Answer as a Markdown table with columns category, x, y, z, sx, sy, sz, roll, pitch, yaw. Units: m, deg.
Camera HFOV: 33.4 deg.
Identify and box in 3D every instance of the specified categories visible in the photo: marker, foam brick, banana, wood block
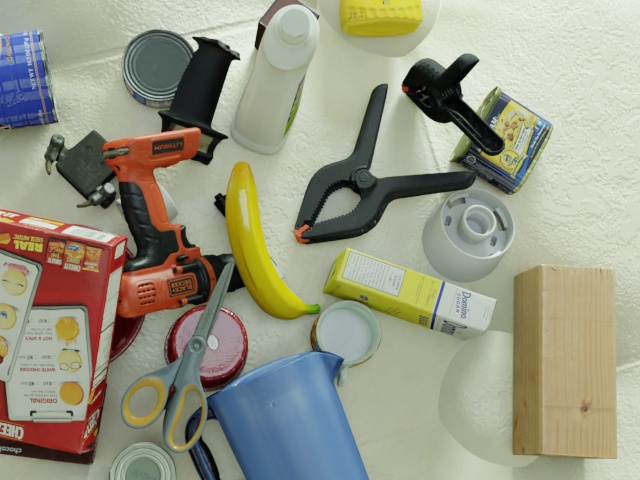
| category | x | y | z | sx | sy | sz | roll | pitch | yaw |
| --- | --- | --- | --- | --- | --- | --- | --- | --- | --- |
| marker | -0.082 | -0.003 | 1.203 | 0.020 | 0.020 | 0.121 | -34 | 85 | -13 |
| foam brick | -0.040 | -0.240 | 1.226 | 0.053 | 0.078 | 0.051 | 35 | 77 | 2 |
| banana | -0.065 | 0.014 | 1.156 | 0.069 | 0.037 | 0.198 | -47 | 120 | -46 |
| wood block | 0.271 | 0.137 | 1.191 | 0.090 | 0.090 | 0.206 | 5 | 78 | -9 |

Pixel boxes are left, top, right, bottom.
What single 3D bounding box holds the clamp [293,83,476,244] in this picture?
| category | x | y | z | sx | sy | sz | roll | pitch | yaw |
| --- | --- | --- | --- | --- | --- | --- | --- | --- | --- |
| clamp | 0.048 | -0.076 | 1.221 | 0.210 | 0.036 | 0.165 | -33 | 70 | -5 |

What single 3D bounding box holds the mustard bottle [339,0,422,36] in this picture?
| category | x | y | z | sx | sy | sz | roll | pitch | yaw |
| --- | --- | --- | --- | --- | --- | --- | --- | --- | --- |
| mustard bottle | 0.065 | -0.341 | 1.271 | 0.096 | 0.058 | 0.191 | -3 | 80 | -8 |

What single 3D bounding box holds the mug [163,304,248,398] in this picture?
| category | x | y | z | sx | sy | sz | roll | pitch | yaw |
| --- | --- | --- | --- | --- | --- | --- | --- | --- | --- |
| mug | -0.128 | 0.121 | 1.140 | 0.093 | 0.081 | 0.117 | 43 | 76 | 1 |

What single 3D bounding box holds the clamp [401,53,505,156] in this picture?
| category | x | y | z | sx | sy | sz | roll | pitch | yaw |
| --- | --- | --- | --- | --- | --- | --- | --- | --- | --- |
| clamp | 0.141 | -0.171 | 1.195 | 0.039 | 0.172 | 0.120 | -27 | 125 | -20 |

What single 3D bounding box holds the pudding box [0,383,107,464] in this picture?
| category | x | y | z | sx | sy | sz | roll | pitch | yaw |
| --- | --- | --- | --- | --- | --- | --- | --- | --- | --- |
| pudding box | -0.288 | 0.185 | 1.126 | 0.113 | 0.039 | 0.090 | 8 | 79 | -6 |

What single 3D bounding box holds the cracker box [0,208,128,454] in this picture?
| category | x | y | z | sx | sy | sz | roll | pitch | yaw |
| --- | --- | --- | --- | --- | --- | --- | --- | --- | --- |
| cracker box | -0.288 | 0.084 | 1.051 | 0.164 | 0.072 | 0.214 | 11 | 101 | 4 |

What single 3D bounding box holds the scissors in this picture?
| category | x | y | z | sx | sy | sz | roll | pitch | yaw |
| --- | --- | --- | --- | --- | --- | --- | --- | --- | --- |
| scissors | -0.147 | 0.114 | 1.087 | 0.096 | 0.016 | 0.202 | 6 | 74 | -3 |

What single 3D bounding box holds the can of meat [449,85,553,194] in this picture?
| category | x | y | z | sx | sy | sz | roll | pitch | yaw |
| --- | --- | --- | --- | --- | --- | --- | --- | --- | --- |
| can of meat | 0.214 | -0.115 | 1.250 | 0.084 | 0.057 | 0.102 | 32 | 77 | -4 |

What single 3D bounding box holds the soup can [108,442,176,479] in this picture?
| category | x | y | z | sx | sy | sz | roll | pitch | yaw |
| --- | --- | --- | --- | --- | --- | --- | --- | --- | --- |
| soup can | -0.182 | 0.242 | 1.098 | 0.068 | 0.102 | 0.068 | 2 | 79 | -8 |

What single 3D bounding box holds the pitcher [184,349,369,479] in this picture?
| category | x | y | z | sx | sy | sz | roll | pitch | yaw |
| --- | --- | --- | --- | --- | --- | --- | --- | --- | --- |
| pitcher | -0.024 | 0.247 | 1.114 | 0.144 | 0.149 | 0.243 | -19 | 85 | -43 |

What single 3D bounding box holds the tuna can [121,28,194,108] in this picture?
| category | x | y | z | sx | sy | sz | roll | pitch | yaw |
| --- | --- | --- | --- | --- | --- | --- | --- | --- | --- |
| tuna can | -0.184 | -0.195 | 1.219 | 0.086 | 0.034 | 0.086 | 2 | 79 | -8 |

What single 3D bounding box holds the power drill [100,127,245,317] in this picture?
| category | x | y | z | sx | sy | sz | roll | pitch | yaw |
| --- | --- | --- | --- | --- | --- | --- | --- | --- | --- |
| power drill | -0.151 | -0.022 | 1.130 | 0.184 | 0.057 | 0.187 | -13 | 95 | -45 |

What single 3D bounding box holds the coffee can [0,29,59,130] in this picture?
| category | x | y | z | sx | sy | sz | roll | pitch | yaw |
| --- | --- | --- | --- | --- | --- | --- | --- | --- | --- |
| coffee can | -0.362 | -0.167 | 1.152 | 0.140 | 0.103 | 0.103 | -10 | 81 | -11 |

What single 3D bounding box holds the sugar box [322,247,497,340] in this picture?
| category | x | y | z | sx | sy | sz | roll | pitch | yaw |
| --- | --- | --- | --- | --- | --- | --- | --- | --- | --- |
| sugar box | 0.096 | 0.062 | 1.179 | 0.176 | 0.093 | 0.048 | 21 | 77 | -3 |

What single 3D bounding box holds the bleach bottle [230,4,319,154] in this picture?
| category | x | y | z | sx | sy | sz | roll | pitch | yaw |
| --- | --- | --- | --- | --- | --- | --- | --- | --- | --- |
| bleach bottle | -0.045 | -0.173 | 1.123 | 0.068 | 0.251 | 0.102 | 21 | 77 | -4 |
